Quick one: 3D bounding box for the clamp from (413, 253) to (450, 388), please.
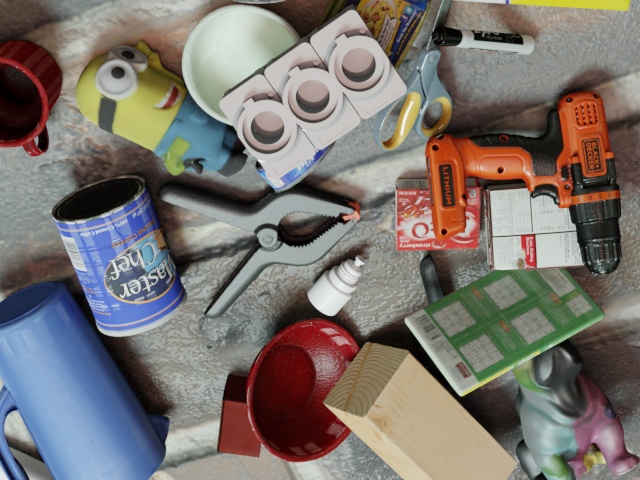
[{"bbox_3d":[0.142,0.091,1.188,0.120,0.039,0.172,21,112,-8],"label":"clamp"}]

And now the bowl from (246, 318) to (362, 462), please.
[{"bbox_3d":[-0.026,0.164,1.199,0.161,0.055,0.162,-4,98,-34],"label":"bowl"}]

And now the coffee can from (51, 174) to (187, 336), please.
[{"bbox_3d":[-0.211,0.016,1.130,0.103,0.102,0.140,-12,116,9],"label":"coffee can"}]

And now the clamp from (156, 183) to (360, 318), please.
[{"bbox_3d":[-0.058,0.001,1.152,0.210,0.036,0.164,-8,116,6],"label":"clamp"}]

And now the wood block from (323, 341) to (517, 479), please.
[{"bbox_3d":[0.114,0.217,1.201,0.206,0.090,0.090,45,71,-23],"label":"wood block"}]

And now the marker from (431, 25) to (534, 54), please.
[{"bbox_3d":[0.155,-0.191,1.018,0.120,0.020,0.020,-2,123,-34],"label":"marker"}]

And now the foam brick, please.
[{"bbox_3d":[-0.091,0.205,1.251,0.051,0.053,0.078,8,118,-1],"label":"foam brick"}]

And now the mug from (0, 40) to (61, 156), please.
[{"bbox_3d":[-0.302,-0.140,1.066,0.093,0.081,0.117,-19,115,12],"label":"mug"}]

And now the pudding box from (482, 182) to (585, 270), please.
[{"bbox_3d":[0.230,-0.016,1.116,0.113,0.039,0.090,-4,96,3],"label":"pudding box"}]

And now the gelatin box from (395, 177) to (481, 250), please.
[{"bbox_3d":[0.124,-0.027,1.133,0.089,0.030,0.073,-1,117,3],"label":"gelatin box"}]

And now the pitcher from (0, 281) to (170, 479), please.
[{"bbox_3d":[-0.291,0.177,1.200,0.145,0.149,0.243,-15,113,23],"label":"pitcher"}]

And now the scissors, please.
[{"bbox_3d":[0.117,-0.171,1.039,0.096,0.016,0.202,5,125,-40],"label":"scissors"}]

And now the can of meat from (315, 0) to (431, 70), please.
[{"bbox_3d":[0.047,-0.209,1.028,0.084,0.057,0.102,25,115,-12],"label":"can of meat"}]

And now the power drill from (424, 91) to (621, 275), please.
[{"bbox_3d":[0.203,-0.048,1.066,0.187,0.057,0.184,-7,87,0],"label":"power drill"}]

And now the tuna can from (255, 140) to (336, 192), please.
[{"bbox_3d":[-0.025,-0.090,1.076,0.086,0.086,0.033,-38,108,19],"label":"tuna can"}]
